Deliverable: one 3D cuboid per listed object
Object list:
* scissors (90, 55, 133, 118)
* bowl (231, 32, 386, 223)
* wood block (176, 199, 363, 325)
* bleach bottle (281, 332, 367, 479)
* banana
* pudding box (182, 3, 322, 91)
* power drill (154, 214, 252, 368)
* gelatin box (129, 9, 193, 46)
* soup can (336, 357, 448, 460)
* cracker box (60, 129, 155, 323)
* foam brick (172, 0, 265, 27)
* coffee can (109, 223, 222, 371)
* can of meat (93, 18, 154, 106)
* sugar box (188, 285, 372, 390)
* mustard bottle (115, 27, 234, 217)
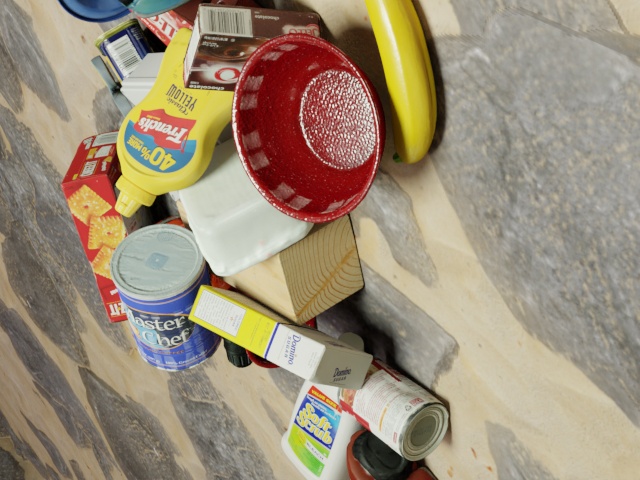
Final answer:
[{"bbox_3d":[-0.264,-0.201,1.327,0.096,0.016,0.202,62,174,-31],"label":"scissors"},{"bbox_3d":[0.000,-0.099,0.916,0.162,0.055,0.162,14,113,36],"label":"bowl"},{"bbox_3d":[-0.057,0.002,1.147,0.206,0.090,0.090,25,137,50],"label":"wood block"},{"bbox_3d":[0.013,0.187,1.233,0.103,0.068,0.251,46,147,28],"label":"bleach bottle"},{"bbox_3d":[0.063,-0.138,0.865,0.070,0.037,0.198,29,138,47],"label":"banana"},{"bbox_3d":[-0.063,-0.172,0.973,0.090,0.113,0.039,122,148,-60],"label":"pudding box"},{"bbox_3d":[-0.150,0.061,1.405,0.188,0.057,0.184,32,137,41],"label":"power drill"},{"bbox_3d":[-0.152,-0.237,1.123,0.089,0.030,0.073,44,148,-6],"label":"gelatin box"},{"bbox_3d":[0.075,0.173,1.101,0.102,0.068,0.068,32,141,44],"label":"soup can"},{"bbox_3d":[-0.278,-0.021,1.453,0.164,0.072,0.214,-94,-8,-63],"label":"cracker box"},{"bbox_3d":[-0.093,-0.219,1.024,0.078,0.053,0.051,36,-176,40],"label":"foam brick"},{"bbox_3d":[-0.169,0.065,1.191,0.103,0.102,0.140,43,155,33],"label":"coffee can"},{"bbox_3d":[-0.214,-0.202,1.245,0.084,0.057,0.102,60,176,-2],"label":"can of meat"},{"bbox_3d":[-0.043,0.101,1.104,0.176,0.093,0.048,25,93,37],"label":"sugar box"},{"bbox_3d":[-0.147,-0.108,1.058,0.096,0.192,0.058,34,-175,14],"label":"mustard bottle"}]
